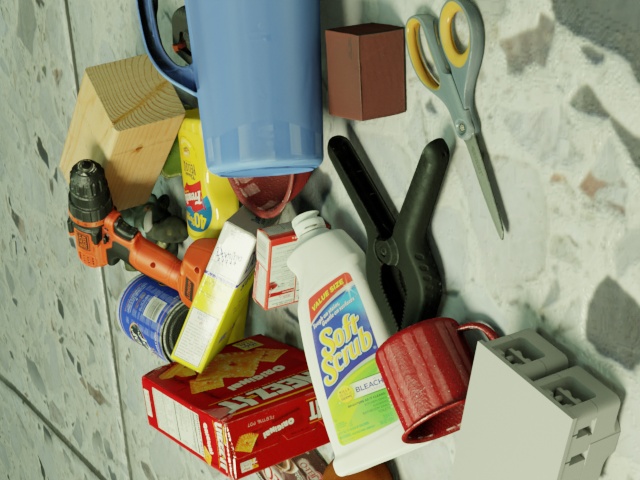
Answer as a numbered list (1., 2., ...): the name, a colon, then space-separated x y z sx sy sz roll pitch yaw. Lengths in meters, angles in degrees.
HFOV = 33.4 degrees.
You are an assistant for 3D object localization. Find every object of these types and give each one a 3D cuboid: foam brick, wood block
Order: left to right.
1. wood block: -0.239 -0.119 1.269 0.090 0.090 0.206 61 149 16
2. foam brick: 0.041 -0.150 0.946 0.053 0.051 0.078 25 123 52

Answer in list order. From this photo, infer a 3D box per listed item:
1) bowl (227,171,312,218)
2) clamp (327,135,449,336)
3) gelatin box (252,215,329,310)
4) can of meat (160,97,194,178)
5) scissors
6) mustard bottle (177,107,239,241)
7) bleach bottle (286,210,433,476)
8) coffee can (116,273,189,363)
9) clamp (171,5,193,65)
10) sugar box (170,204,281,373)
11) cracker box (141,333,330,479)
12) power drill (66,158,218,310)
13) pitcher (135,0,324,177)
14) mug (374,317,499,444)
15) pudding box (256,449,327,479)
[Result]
1. bowl: -0.049 -0.107 1.107 0.162 0.055 0.162 30 127 51
2. clamp: 0.075 0.001 0.963 0.165 0.036 0.210 -1 103 60
3. gelatin box: -0.031 0.023 1.113 0.030 0.073 0.089 42 136 45
4. can of meat: -0.199 -0.139 1.344 0.084 0.057 0.102 39 134 42
5. scissors: 0.124 -0.108 0.858 0.202 0.016 0.096 65 148 18
6. mustard bottle: -0.130 -0.057 1.260 0.096 0.058 0.192 24 123 55
7. bleach bottle: 0.021 0.092 1.037 0.103 0.068 0.251 -25 75 15
8. coffee can: -0.190 0.103 1.380 0.141 0.102 0.103 19 118 55
9. clamp: -0.128 -0.221 1.197 0.120 0.039 0.172 69 164 -2
10. sugar box: -0.102 0.049 1.166 0.048 0.093 0.176 28 112 4
11. cracker box: -0.078 0.172 1.162 0.214 0.163 0.072 12 115 57
12. power drill: -0.207 -0.004 1.238 0.188 0.057 0.184 26 148 10
13. pitcher: -0.070 -0.181 0.970 0.149 0.144 0.243 -4 90 38
14. mug: 0.106 0.113 0.920 0.117 0.093 0.081 -36 62 26
15. pudding box: -0.034 0.271 1.253 0.114 0.039 0.090 48 140 39
